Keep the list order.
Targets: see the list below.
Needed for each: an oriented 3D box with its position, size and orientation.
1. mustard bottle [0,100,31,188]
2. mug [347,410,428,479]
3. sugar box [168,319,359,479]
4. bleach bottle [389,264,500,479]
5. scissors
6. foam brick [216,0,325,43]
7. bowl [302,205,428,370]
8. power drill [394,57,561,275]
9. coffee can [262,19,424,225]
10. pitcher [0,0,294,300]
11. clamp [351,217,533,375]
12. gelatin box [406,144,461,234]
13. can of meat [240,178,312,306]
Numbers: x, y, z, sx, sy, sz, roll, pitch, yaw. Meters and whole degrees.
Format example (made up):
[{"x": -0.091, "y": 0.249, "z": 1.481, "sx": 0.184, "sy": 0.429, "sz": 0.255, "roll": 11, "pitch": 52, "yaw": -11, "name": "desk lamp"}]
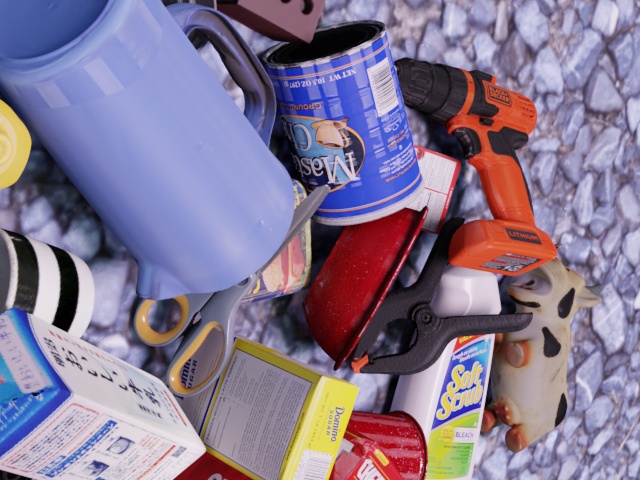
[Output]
[{"x": -0.227, "y": -0.065, "z": 0.634, "sx": 0.096, "sy": 0.192, "sz": 0.058, "roll": 25, "pitch": 84, "yaw": -39, "name": "mustard bottle"}, {"x": 0.041, "y": 0.204, "z": 0.959, "sx": 0.081, "sy": 0.117, "sz": 0.093, "roll": 14, "pitch": 125, "yaw": -34, "name": "mug"}, {"x": -0.053, "y": 0.127, "z": 0.824, "sx": 0.048, "sy": 0.176, "sz": 0.093, "roll": 22, "pitch": 87, "yaw": -37, "name": "sugar box"}, {"x": 0.119, "y": 0.123, "z": 1.032, "sx": 0.102, "sy": 0.068, "sz": 0.251, "roll": 9, "pitch": 92, "yaw": -39, "name": "bleach bottle"}, {"x": -0.077, "y": 0.025, "z": 0.819, "sx": 0.202, "sy": 0.096, "sz": 0.016, "roll": -62, "pitch": 161, "yaw": 11, "name": "scissors"}, {"x": -0.041, "y": -0.194, "z": 0.840, "sx": 0.078, "sy": 0.051, "sz": 0.053, "roll": 20, "pitch": 88, "yaw": -39, "name": "foam brick"}, {"x": 0.030, "y": 0.028, "z": 0.909, "sx": 0.055, "sy": 0.162, "sz": 0.162, "roll": 29, "pitch": 80, "yaw": 1, "name": "bowl"}, {"x": 0.138, "y": -0.068, "z": 0.956, "sx": 0.184, "sy": 0.057, "sz": 0.187, "roll": 10, "pitch": 64, "yaw": -37, "name": "power drill"}, {"x": 0.021, "y": -0.097, "z": 0.877, "sx": 0.102, "sy": 0.103, "sz": 0.140, "roll": -30, "pitch": 117, "yaw": -29, "name": "coffee can"}, {"x": -0.113, "y": -0.084, "z": 0.715, "sx": 0.145, "sy": 0.149, "sz": 0.242, "roll": -22, "pitch": 143, "yaw": 7, "name": "pitcher"}, {"x": 0.096, "y": 0.060, "z": 0.985, "sx": 0.171, "sy": 0.039, "sz": 0.120, "roll": -26, "pitch": 78, "yaw": -1, "name": "clamp"}, {"x": 0.082, "y": -0.050, "z": 0.983, "sx": 0.089, "sy": 0.030, "sz": 0.073, "roll": 14, "pitch": 93, "yaw": -39, "name": "gelatin box"}, {"x": -0.056, "y": 0.001, "z": 0.871, "sx": 0.083, "sy": 0.058, "sz": 0.102, "roll": -12, "pitch": 107, "yaw": -38, "name": "can of meat"}]
